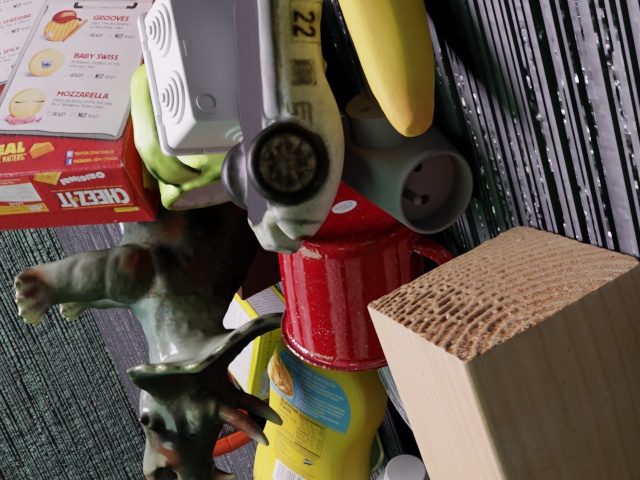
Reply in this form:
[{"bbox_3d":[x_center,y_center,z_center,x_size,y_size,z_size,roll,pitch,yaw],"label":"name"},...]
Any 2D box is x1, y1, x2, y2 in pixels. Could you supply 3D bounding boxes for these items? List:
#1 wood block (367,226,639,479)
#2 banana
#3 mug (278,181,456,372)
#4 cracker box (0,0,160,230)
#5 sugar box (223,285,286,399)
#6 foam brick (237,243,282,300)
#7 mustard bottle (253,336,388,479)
[{"bbox_3d":[0.108,0.109,0.481,0.091,0.090,0.206,24,138,65],"label":"wood block"},{"bbox_3d":[0.008,-0.142,0.467,0.037,0.069,0.198,-16,110,29],"label":"banana"},{"bbox_3d":[0.029,0.017,0.606,0.117,0.093,0.081,14,130,28],"label":"mug"},{"bbox_3d":[-0.185,-0.110,0.745,0.072,0.164,0.213,70,-161,-53],"label":"cracker box"},{"bbox_3d":[-0.082,0.061,1.011,0.176,0.048,0.093,50,139,45],"label":"sugar box"},{"bbox_3d":[-0.056,0.001,0.867,0.053,0.051,0.078,54,160,29],"label":"foam brick"},{"bbox_3d":[0.003,0.117,0.782,0.096,0.058,0.192,29,120,39],"label":"mustard bottle"}]
